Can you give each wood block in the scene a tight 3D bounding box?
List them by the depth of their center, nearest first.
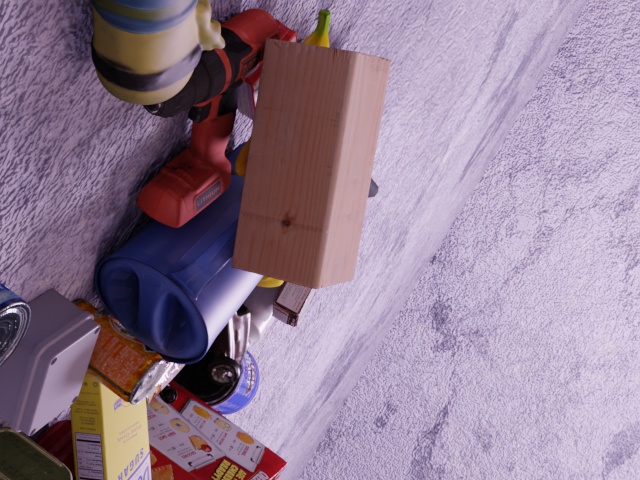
[{"bbox_3d":[-0.009,-0.070,0.963,0.090,0.091,0.206,-9,111,-65],"label":"wood block"}]

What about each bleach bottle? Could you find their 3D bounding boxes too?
[{"bbox_3d":[-0.058,0.035,1.396,0.102,0.068,0.250,95,21,-66],"label":"bleach bottle"}]

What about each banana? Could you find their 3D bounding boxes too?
[{"bbox_3d":[-0.035,-0.131,1.035,0.069,0.037,0.197,67,42,-58],"label":"banana"}]

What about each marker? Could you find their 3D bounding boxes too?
[{"bbox_3d":[-0.194,0.171,1.273,0.020,0.020,0.121,-55,-157,-8],"label":"marker"}]

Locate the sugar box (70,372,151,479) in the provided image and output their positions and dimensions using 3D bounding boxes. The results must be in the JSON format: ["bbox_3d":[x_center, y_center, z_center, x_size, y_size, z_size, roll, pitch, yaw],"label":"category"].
[{"bbox_3d":[-0.216,0.209,1.109,0.093,0.048,0.176,-28,115,-68],"label":"sugar box"}]

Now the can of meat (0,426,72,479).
[{"bbox_3d":[-0.293,0.243,1.045,0.057,0.102,0.084,-43,160,-47],"label":"can of meat"}]

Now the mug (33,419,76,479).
[{"bbox_3d":[-0.279,0.255,1.140,0.081,0.093,0.117,-46,140,-56],"label":"mug"}]

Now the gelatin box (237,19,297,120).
[{"bbox_3d":[-0.055,-0.169,1.073,0.073,0.030,0.089,-52,166,-15],"label":"gelatin box"}]

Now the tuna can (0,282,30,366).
[{"bbox_3d":[-0.272,0.075,0.852,0.086,0.034,0.086,-52,167,-18],"label":"tuna can"}]

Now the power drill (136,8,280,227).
[{"bbox_3d":[-0.112,-0.103,0.955,0.184,0.057,0.188,-44,163,-48],"label":"power drill"}]

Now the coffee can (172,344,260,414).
[{"bbox_3d":[-0.144,0.182,1.451,0.103,0.103,0.140,-55,167,-6],"label":"coffee can"}]

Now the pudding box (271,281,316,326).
[{"bbox_3d":[-0.019,0.046,1.327,0.113,0.039,0.090,-63,176,-14],"label":"pudding box"}]

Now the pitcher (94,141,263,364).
[{"bbox_3d":[-0.101,-0.002,1.084,0.242,0.149,0.145,-50,144,-39],"label":"pitcher"}]

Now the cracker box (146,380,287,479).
[{"bbox_3d":[-0.168,0.258,1.291,0.072,0.214,0.164,-60,167,17],"label":"cracker box"}]
